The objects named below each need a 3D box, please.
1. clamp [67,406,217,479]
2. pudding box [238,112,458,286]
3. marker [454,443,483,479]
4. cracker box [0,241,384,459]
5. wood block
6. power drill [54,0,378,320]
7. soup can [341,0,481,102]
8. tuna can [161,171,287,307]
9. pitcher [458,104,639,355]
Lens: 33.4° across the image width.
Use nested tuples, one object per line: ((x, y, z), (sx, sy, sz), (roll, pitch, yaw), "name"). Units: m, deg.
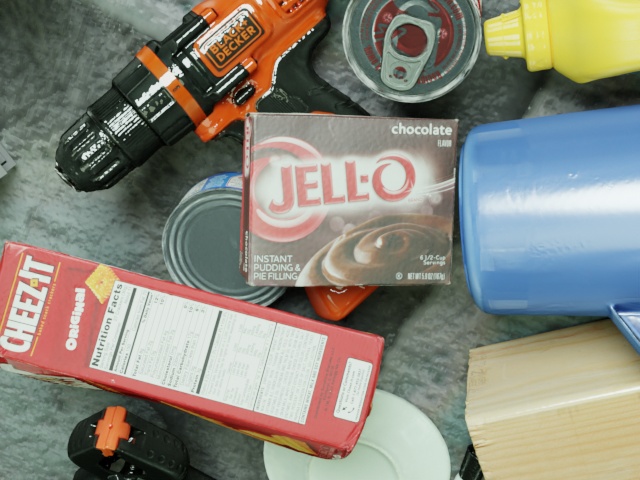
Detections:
((-0.132, 0.151, 0.719), (0.120, 0.039, 0.171), (-3, 148, 11), "clamp")
((0.014, -0.023, 0.571), (0.113, 0.039, 0.090), (0, 100, -12), "pudding box")
((0.093, 0.189, 0.746), (0.020, 0.020, 0.121), (18, 116, 1), "marker")
((-0.076, 0.073, 0.639), (0.213, 0.164, 0.072), (14, 78, 2), "cracker box")
((0.201, 0.102, 0.648), (0.206, 0.090, 0.091), (-14, 111, 16), "wood block")
((-0.029, -0.045, 0.607), (0.184, 0.057, 0.187), (-42, 107, -2), "power drill")
((0.051, -0.120, 0.562), (0.068, 0.102, 0.068), (4, 115, 8), "soup can")
((-0.054, 0.001, 0.675), (0.086, 0.033, 0.086), (4, 115, 8), "tuna can")
((0.201, -0.007, 0.570), (0.243, 0.149, 0.145), (-3, 114, 14), "pitcher")
